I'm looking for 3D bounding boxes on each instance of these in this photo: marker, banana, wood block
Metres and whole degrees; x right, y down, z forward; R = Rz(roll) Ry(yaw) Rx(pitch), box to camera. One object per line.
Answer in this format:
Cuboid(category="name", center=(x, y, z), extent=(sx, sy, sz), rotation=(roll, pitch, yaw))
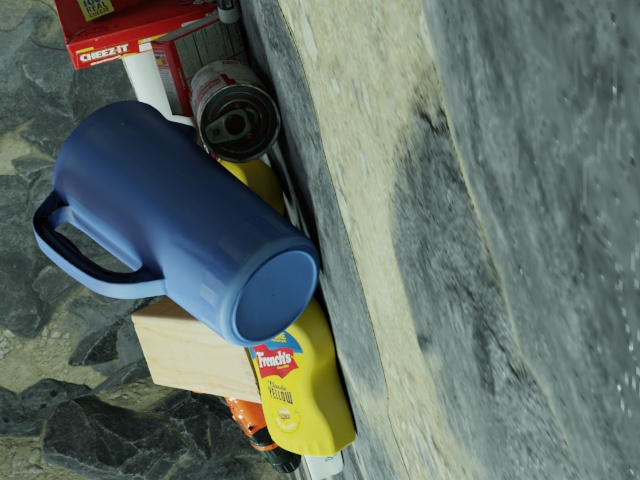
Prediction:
Cuboid(category="marker", center=(-0.087, -0.241, 0.924), extent=(0.121, 0.020, 0.020), rotation=(82, 170, -51))
Cuboid(category="banana", center=(-0.069, -0.041, 1.039), extent=(0.037, 0.070, 0.198), rotation=(58, -168, -33))
Cuboid(category="wood block", center=(-0.102, 0.105, 1.140), extent=(0.207, 0.090, 0.090), rotation=(0, 111, 51))

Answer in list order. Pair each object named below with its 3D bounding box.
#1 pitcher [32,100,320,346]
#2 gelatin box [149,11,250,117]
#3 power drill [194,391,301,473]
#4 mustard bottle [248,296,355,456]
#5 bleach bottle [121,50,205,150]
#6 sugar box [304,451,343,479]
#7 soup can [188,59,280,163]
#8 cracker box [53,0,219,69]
Cuboid(category="pitcher", center=(-0.124, -0.008, 0.924), extent=(0.243, 0.149, 0.144), rotation=(36, -169, 34))
Cuboid(category="gelatin box", center=(-0.108, -0.165, 0.989), extent=(0.030, 0.089, 0.073), rotation=(12, 126, 43))
Cuboid(category="power drill", center=(-0.106, 0.192, 1.316), extent=(0.188, 0.057, 0.184), rotation=(30, 153, 44))
Cuboid(category="mustard bottle", center=(-0.027, 0.101, 0.986), extent=(0.096, 0.058, 0.191), rotation=(8, 117, 48))
Cuboid(category="bleach bottle", center=(-0.172, -0.164, 1.146), extent=(0.102, 0.068, 0.251), rotation=(-134, 26, -78))
Cuboid(category="sugar box", center=(-0.020, 0.185, 1.259), extent=(0.176, 0.048, 0.093), rotation=(-118, 12, -47))
Cuboid(category="soup can", center=(-0.076, -0.114, 0.922), extent=(0.102, 0.068, 0.068), rotation=(-119, 15, -65))
Cuboid(category="cracker box", center=(-0.191, -0.293, 1.040), extent=(0.072, 0.164, 0.214), rotation=(114, 140, -77))
